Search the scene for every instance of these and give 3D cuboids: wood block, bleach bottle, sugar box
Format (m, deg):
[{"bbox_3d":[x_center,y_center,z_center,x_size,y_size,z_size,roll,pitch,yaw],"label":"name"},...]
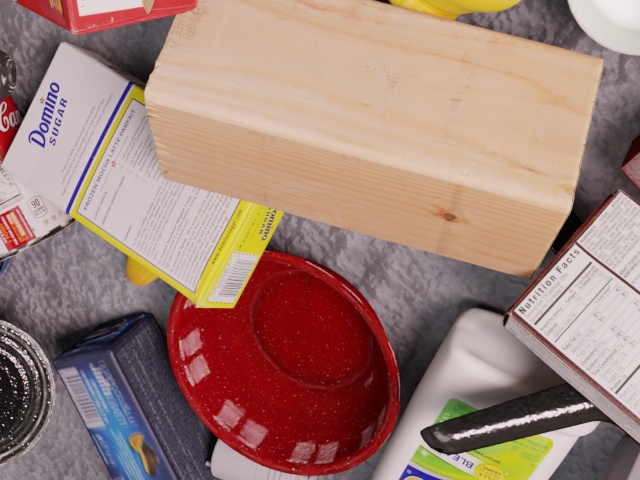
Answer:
[{"bbox_3d":[0.025,-0.061,0.549,0.206,0.090,0.091,16,157,5],"label":"wood block"},{"bbox_3d":[0.084,0.164,0.685,0.102,0.068,0.251,25,124,6],"label":"bleach bottle"},{"bbox_3d":[-0.106,-0.042,0.650,0.176,0.048,0.093,33,100,27],"label":"sugar box"}]

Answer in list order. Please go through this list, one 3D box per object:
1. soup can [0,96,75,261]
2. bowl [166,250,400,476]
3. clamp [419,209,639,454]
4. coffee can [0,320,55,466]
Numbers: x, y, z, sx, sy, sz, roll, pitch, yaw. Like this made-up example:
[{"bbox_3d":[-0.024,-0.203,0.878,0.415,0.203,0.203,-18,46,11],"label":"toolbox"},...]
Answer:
[{"bbox_3d":[-0.219,-0.044,0.724,0.069,0.068,0.102,-19,105,30],"label":"soup can"},{"bbox_3d":[-0.017,0.070,0.690,0.162,0.055,0.162,10,117,21],"label":"bowl"},{"bbox_3d":[0.165,0.073,0.572,0.210,0.036,0.164,26,79,9],"label":"clamp"},{"bbox_3d":[-0.262,0.114,0.768,0.141,0.102,0.103,-19,106,56],"label":"coffee can"}]
